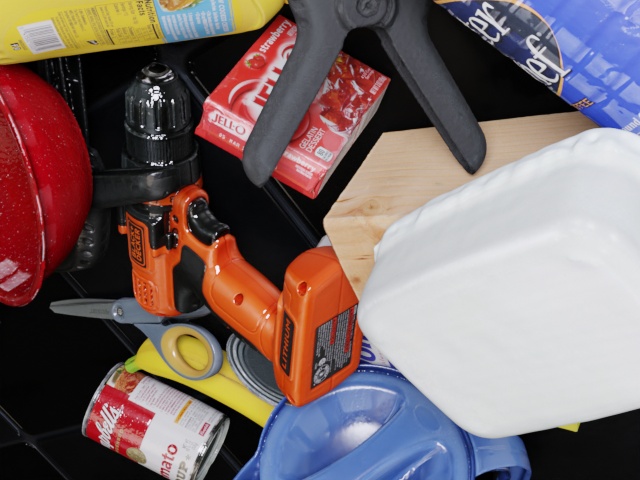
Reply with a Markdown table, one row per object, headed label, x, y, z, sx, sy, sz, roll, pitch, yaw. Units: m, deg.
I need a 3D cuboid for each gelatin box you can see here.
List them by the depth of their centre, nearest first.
| label | x | y | z | sx | sy | sz | roll | pitch | yaw |
| --- | --- | --- | --- | --- | --- | --- | --- | --- | --- |
| gelatin box | -0.013 | -0.073 | 0.572 | 0.073 | 0.089 | 0.030 | 31 | 139 | 4 |

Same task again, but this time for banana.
| label | x | y | z | sx | sy | sz | roll | pitch | yaw |
| --- | --- | --- | --- | --- | --- | --- | --- | --- | --- |
| banana | -0.065 | 0.116 | 0.826 | 0.198 | 0.037 | 0.070 | 25 | 155 | 12 |

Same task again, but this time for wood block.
| label | x | y | z | sx | sy | sz | roll | pitch | yaw |
| --- | --- | --- | --- | --- | --- | --- | --- | --- | --- |
| wood block | 0.120 | -0.006 | 0.550 | 0.206 | 0.090 | 0.090 | -3 | 127 | 34 |

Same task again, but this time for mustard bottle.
| label | x | y | z | sx | sy | sz | roll | pitch | yaw |
| --- | --- | --- | --- | --- | --- | --- | --- | --- | --- |
| mustard bottle | -0.082 | -0.133 | 0.541 | 0.191 | 0.058 | 0.096 | -7 | 165 | -2 |

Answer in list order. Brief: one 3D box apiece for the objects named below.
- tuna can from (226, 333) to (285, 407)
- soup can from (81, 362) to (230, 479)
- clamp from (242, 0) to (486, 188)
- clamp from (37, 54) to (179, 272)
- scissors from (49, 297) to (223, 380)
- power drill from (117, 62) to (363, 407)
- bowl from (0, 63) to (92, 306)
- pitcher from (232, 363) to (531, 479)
| label | x | y | z | sx | sy | sz | roll | pitch | yaw |
| --- | --- | --- | --- | --- | --- | --- | --- | --- | --- |
| tuna can | -0.023 | 0.083 | 0.766 | 0.086 | 0.033 | 0.086 | 18 | 136 | 18 |
| soup can | -0.134 | 0.152 | 0.876 | 0.102 | 0.068 | 0.069 | 25 | 138 | 9 |
| clamp | 0.029 | -0.106 | 0.511 | 0.120 | 0.039 | 0.171 | 3 | 102 | -17 |
| clamp | -0.160 | -0.053 | 0.683 | 0.164 | 0.036 | 0.210 | 63 | 145 | 16 |
| scissors | -0.139 | 0.071 | 0.816 | 0.202 | 0.016 | 0.096 | -21 | 86 | 42 |
| power drill | -0.054 | 0.001 | 0.656 | 0.188 | 0.057 | 0.184 | 34 | 138 | 34 |
| bowl | -0.182 | -0.045 | 0.630 | 0.162 | 0.055 | 0.162 | 27 | 128 | 41 |
| pitcher | 0.043 | 0.192 | 0.737 | 0.149 | 0.145 | 0.243 | 30 | 156 | 20 |
